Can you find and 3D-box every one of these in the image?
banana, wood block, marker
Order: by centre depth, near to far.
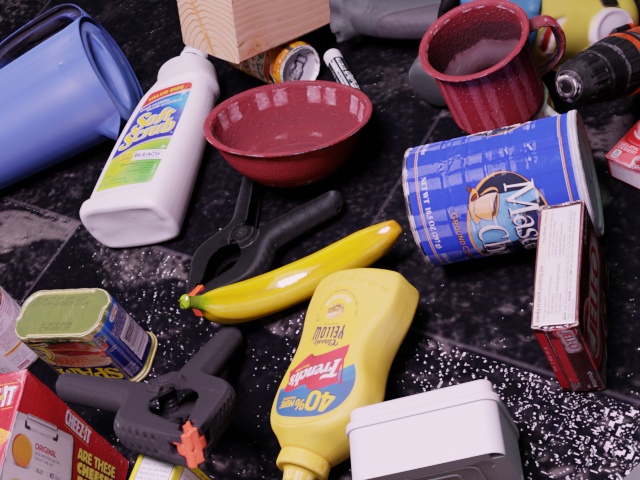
[{"bbox_3d":[-0.021,0.034,0.925,0.198,0.069,0.037,-21,80,-1],"label":"banana"},{"bbox_3d":[0.030,-0.155,1.081,0.020,0.020,0.121,-29,46,4],"label":"marker"},{"bbox_3d":[-0.041,-0.267,1.107,0.205,0.091,0.090,-31,41,-34],"label":"wood block"}]

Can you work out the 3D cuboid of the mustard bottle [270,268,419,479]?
[{"bbox_3d":[0.010,0.115,0.844,0.096,0.058,0.191,-7,51,42],"label":"mustard bottle"}]

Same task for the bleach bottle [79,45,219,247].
[{"bbox_3d":[-0.167,-0.111,1.123,0.103,0.068,0.250,-7,49,23],"label":"bleach bottle"}]

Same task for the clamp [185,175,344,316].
[{"bbox_3d":[-0.056,0.001,0.988,0.120,0.039,0.171,6,55,38],"label":"clamp"}]

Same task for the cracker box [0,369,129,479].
[{"bbox_3d":[-0.229,0.232,0.805,0.072,0.164,0.213,-10,50,18],"label":"cracker box"}]

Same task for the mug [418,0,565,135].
[{"bbox_3d":[0.150,-0.146,0.893,0.117,0.081,0.093,-28,46,6],"label":"mug"}]

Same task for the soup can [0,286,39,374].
[{"bbox_3d":[-0.317,0.078,1.020,0.069,0.102,0.068,-15,49,17],"label":"soup can"}]

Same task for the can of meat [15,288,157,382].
[{"bbox_3d":[-0.213,0.088,0.969,0.102,0.084,0.057,-4,52,25],"label":"can of meat"}]

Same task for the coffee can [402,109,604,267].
[{"bbox_3d":[0.149,-0.040,0.867,0.140,0.102,0.102,-11,50,20],"label":"coffee can"}]

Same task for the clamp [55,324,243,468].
[{"bbox_3d":[-0.130,0.126,0.842,0.164,0.036,0.210,-15,17,-7],"label":"clamp"}]

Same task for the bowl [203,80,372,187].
[{"bbox_3d":[-0.028,-0.096,1.018,0.162,0.055,0.162,-6,31,4],"label":"bowl"}]

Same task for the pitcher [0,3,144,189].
[{"bbox_3d":[-0.329,-0.146,1.191,0.243,0.145,0.149,-26,26,11],"label":"pitcher"}]

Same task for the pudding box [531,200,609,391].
[{"bbox_3d":[0.187,0.042,0.789,0.039,0.090,0.113,-8,51,23],"label":"pudding box"}]
